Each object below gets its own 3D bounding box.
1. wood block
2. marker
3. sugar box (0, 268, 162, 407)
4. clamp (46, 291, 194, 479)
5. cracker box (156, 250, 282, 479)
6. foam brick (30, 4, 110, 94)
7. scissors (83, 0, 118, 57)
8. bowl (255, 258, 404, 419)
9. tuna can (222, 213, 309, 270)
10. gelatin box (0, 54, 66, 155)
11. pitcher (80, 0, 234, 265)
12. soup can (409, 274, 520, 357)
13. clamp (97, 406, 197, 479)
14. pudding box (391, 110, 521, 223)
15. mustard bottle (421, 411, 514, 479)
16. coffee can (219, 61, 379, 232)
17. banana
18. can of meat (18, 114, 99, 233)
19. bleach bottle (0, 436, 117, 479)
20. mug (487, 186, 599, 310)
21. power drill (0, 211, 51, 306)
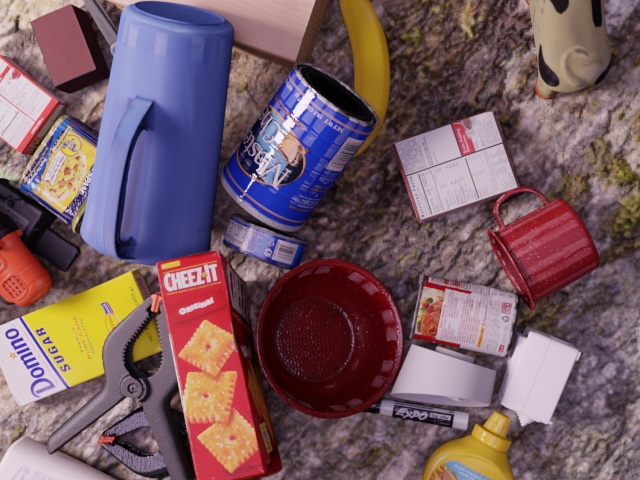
[{"bbox_3d":[-0.103,-0.253,1.109,0.206,0.090,0.091,19,93,6],"label":"wood block"},{"bbox_3d":[0.095,0.181,1.125,0.121,0.020,0.020,9,92,6],"label":"marker"},{"bbox_3d":[-0.260,0.106,1.153,0.176,0.048,0.093,-23,90,5],"label":"sugar box"},{"bbox_3d":[-0.199,0.154,1.112,0.164,0.036,0.210,9,97,9],"label":"clamp"},{"bbox_3d":[-0.095,0.132,1.054,0.072,0.164,0.214,-12,77,1],"label":"cracker box"},{"bbox_3d":[-0.269,-0.206,1.147,0.051,0.053,0.078,-21,88,6],"label":"foam brick"},{"bbox_3d":[-0.217,-0.182,1.119,0.096,0.016,0.201,-38,114,19],"label":"scissors"},{"bbox_3d":[0.003,0.101,1.100,0.162,0.055,0.162,2,83,-20],"label":"bowl"},{"bbox_3d":[-0.057,0.001,1.108,0.086,0.086,0.034,21,94,6],"label":"tuna can"},{"bbox_3d":[-0.335,-0.148,1.167,0.089,0.030,0.073,38,96,5],"label":"gelatin box"},{"bbox_3d":[-0.159,-0.102,1.041,0.144,0.149,0.243,-1,114,-29],"label":"pitcher"},{"bbox_3d":[0.148,0.077,1.094,0.102,0.068,0.068,11,92,6],"label":"soup can"},{"bbox_3d":[-0.150,0.207,1.146,0.171,0.039,0.120,11,81,4],"label":"clamp"},{"bbox_3d":[0.141,-0.077,1.108,0.113,0.039,0.090,-18,89,8],"label":"pudding box"},{"bbox_3d":[0.146,0.264,1.100,0.096,0.058,0.191,26,94,4],"label":"mustard bottle"},{"bbox_3d":[-0.022,-0.094,1.077,0.103,0.102,0.140,39,111,5],"label":"coffee can"},{"bbox_3d":[0.040,-0.170,1.119,0.069,0.037,0.198,9,92,5],"label":"banana"},{"bbox_3d":[-0.263,-0.072,1.146,0.084,0.057,0.102,35,94,7],"label":"can of meat"},{"bbox_3d":[-0.232,0.308,1.145,0.251,0.068,0.102,26,97,3],"label":"bleach bottle"},{"bbox_3d":[0.220,0.000,1.075,0.081,0.093,0.117,-29,85,1],"label":"mug"},{"bbox_3d":[-0.396,0.026,1.127,0.188,0.057,0.184,-37,93,27],"label":"power drill"}]
